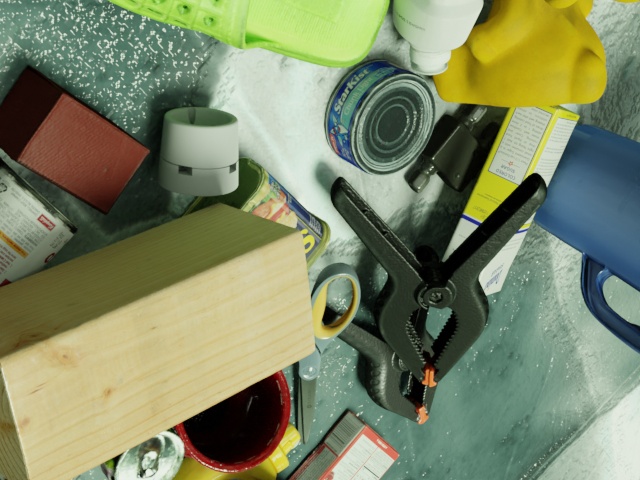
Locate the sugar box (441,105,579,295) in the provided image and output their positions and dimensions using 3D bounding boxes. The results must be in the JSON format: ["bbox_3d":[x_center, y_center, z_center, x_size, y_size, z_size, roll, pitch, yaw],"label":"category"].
[{"bbox_3d":[0.161,-0.038,0.921,0.093,0.048,0.176,-7,124,-65],"label":"sugar box"}]

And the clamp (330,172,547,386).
[{"bbox_3d":[0.101,0.031,0.861,0.164,0.036,0.210,-6,125,5],"label":"clamp"}]

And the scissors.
[{"bbox_3d":[-0.026,0.097,0.883,0.096,0.016,0.202,9,125,-19],"label":"scissors"}]

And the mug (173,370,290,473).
[{"bbox_3d":[-0.088,0.112,0.789,0.093,0.082,0.117,-40,105,-28],"label":"mug"}]

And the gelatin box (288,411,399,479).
[{"bbox_3d":[0.022,0.210,0.984,0.089,0.030,0.073,-49,136,-5],"label":"gelatin box"}]

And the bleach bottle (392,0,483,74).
[{"bbox_3d":[0.075,-0.234,0.730,0.068,0.103,0.251,-19,132,-20],"label":"bleach bottle"}]

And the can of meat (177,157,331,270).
[{"bbox_3d":[-0.055,0.001,0.779,0.102,0.058,0.083,-51,132,-4],"label":"can of meat"}]

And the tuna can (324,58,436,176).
[{"bbox_3d":[0.047,-0.094,0.822,0.086,0.034,0.086,-19,126,-30],"label":"tuna can"}]

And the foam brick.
[{"bbox_3d":[-0.157,-0.061,0.662,0.051,0.053,0.078,-54,135,0],"label":"foam brick"}]

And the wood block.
[{"bbox_3d":[-0.111,0.057,0.647,0.205,0.091,0.090,-24,120,-36],"label":"wood block"}]

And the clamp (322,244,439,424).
[{"bbox_3d":[0.075,0.088,0.949,0.120,0.039,0.171,-35,129,-12],"label":"clamp"}]

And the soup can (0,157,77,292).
[{"bbox_3d":[-0.207,0.008,0.650,0.102,0.069,0.068,-47,135,-7],"label":"soup can"}]
